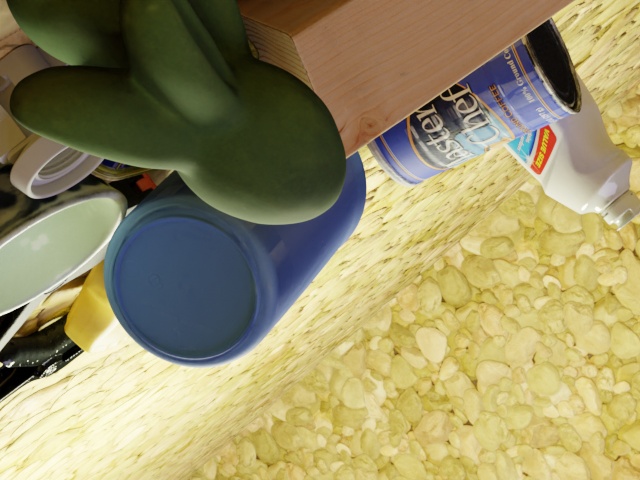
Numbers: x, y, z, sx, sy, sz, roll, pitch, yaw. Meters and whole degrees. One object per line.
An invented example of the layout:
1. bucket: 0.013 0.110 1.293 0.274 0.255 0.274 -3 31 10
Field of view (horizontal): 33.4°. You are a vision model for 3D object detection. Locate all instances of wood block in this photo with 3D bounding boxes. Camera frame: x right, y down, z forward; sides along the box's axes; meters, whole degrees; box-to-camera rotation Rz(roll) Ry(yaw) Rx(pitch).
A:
1. wood block: 0.056 -0.151 0.674 0.206 0.090 0.091 -36 126 -16

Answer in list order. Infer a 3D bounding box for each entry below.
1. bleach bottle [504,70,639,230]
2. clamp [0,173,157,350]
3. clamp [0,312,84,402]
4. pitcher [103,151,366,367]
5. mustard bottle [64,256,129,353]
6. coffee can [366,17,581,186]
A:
1. bleach bottle: 0.173 -0.117 0.862 0.068 0.251 0.103 -32 168 -31
2. clamp: -0.204 0.023 0.773 0.210 0.036 0.164 -37 170 -11
3. clamp: -0.250 0.099 0.945 0.120 0.039 0.171 -42 177 42
4. pitcher: -0.055 0.001 0.727 0.145 0.149 0.242 -26 -169 19
5. mustard bottle: -0.150 0.019 0.868 0.096 0.058 0.192 -44 175 -36
6. coffee can: 0.107 -0.113 0.794 0.141 0.103 0.102 -24 178 28
